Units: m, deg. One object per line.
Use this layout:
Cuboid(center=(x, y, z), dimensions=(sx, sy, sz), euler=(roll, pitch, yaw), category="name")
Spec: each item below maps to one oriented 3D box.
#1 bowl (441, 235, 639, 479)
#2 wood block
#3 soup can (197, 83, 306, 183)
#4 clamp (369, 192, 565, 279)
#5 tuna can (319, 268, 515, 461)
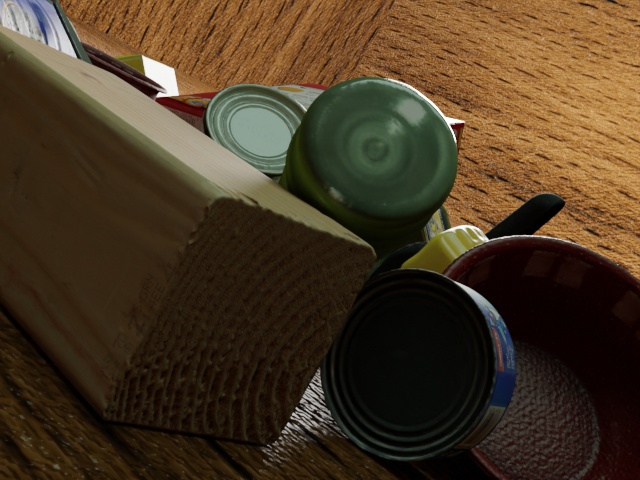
Cuboid(center=(0.118, 0.078, 0.554), dimensions=(0.162, 0.055, 0.162), euler=(10, 54, -14), category="bowl")
Cuboid(center=(-0.087, -0.011, 0.448), dimensions=(0.090, 0.090, 0.206), euler=(20, 11, -47), category="wood block")
Cuboid(center=(-0.047, -0.033, 0.620), dimensions=(0.068, 0.102, 0.068), euler=(11, 52, -15), category="soup can")
Cuboid(center=(0.099, 0.027, 0.740), dimensions=(0.172, 0.120, 0.039), euler=(2, -9, 28), category="clamp")
Cuboid(center=(0.045, 0.057, 0.487), dimensions=(0.086, 0.086, 0.033), euler=(33, 6, 30), category="tuna can")
